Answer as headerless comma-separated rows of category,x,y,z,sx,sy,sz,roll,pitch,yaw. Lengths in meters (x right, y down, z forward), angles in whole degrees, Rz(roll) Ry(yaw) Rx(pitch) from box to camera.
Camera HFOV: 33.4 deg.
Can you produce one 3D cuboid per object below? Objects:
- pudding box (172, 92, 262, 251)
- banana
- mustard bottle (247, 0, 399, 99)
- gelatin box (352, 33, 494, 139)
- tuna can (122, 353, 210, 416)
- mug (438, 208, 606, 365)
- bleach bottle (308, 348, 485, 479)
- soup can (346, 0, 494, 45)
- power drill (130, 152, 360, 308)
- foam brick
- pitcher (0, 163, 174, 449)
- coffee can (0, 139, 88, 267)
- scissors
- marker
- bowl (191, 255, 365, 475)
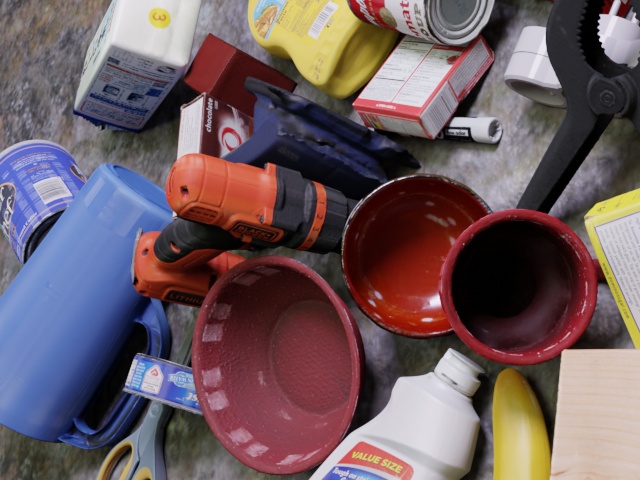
pudding box,-0.080,-0.057,0.917,0.039,0.089,0.113,-22,57,37
banana,0.111,0.179,0.663,0.070,0.037,0.198,11,80,45
mustard bottle,-0.013,-0.201,0.939,0.096,0.058,0.192,-56,44,8
gelatin box,0.079,-0.122,0.817,0.073,0.030,0.089,18,64,47
tuna can,-0.116,0.120,0.876,0.086,0.086,0.034,6,75,46
mug,0.129,0.026,0.670,0.117,0.081,0.093,-14,88,0
bleach bottle,0.027,0.182,0.727,0.103,0.068,0.251,37,97,45
soup can,0.074,-0.189,0.807,0.102,0.068,0.068,31,94,50
power drill,-0.055,0.001,0.836,0.188,0.184,0.057,-38,42,53
foam brick,-0.073,-0.143,0.957,0.053,0.078,0.051,40,102,46
pitcher,-0.212,0.061,0.979,0.243,0.149,0.145,-55,29,6
coffee can,-0.272,-0.026,1.081,0.103,0.102,0.140,-55,44,11
scissors,-0.135,0.165,0.925,0.202,0.016,0.096,-55,46,11
marker,0.086,-0.087,0.820,0.121,0.020,0.020,10,79,46
bowl,-0.021,0.091,0.799,0.162,0.055,0.162,1,91,38
